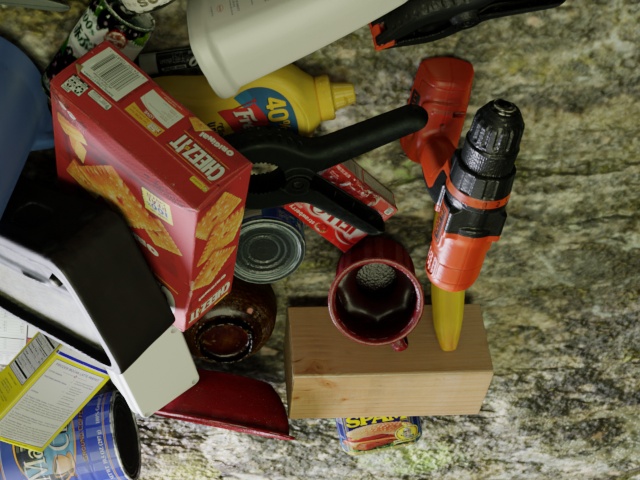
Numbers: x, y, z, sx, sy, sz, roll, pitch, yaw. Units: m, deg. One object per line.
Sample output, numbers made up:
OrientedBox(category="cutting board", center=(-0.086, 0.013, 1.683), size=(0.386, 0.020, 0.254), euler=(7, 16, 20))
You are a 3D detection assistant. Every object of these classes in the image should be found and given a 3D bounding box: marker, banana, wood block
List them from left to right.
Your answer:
OrientedBox(category="marker", center=(-0.097, -0.161, 0.928), size=(0.121, 0.020, 0.020), euler=(-8, 130, 0))
OrientedBox(category="wood block", center=(0.068, 0.129, 1.131), size=(0.206, 0.091, 0.090), euler=(-1, 141, -6))
OrientedBox(category="banana", center=(0.129, 0.014, 1.062), size=(0.037, 0.069, 0.198), euler=(4, 121, 6))

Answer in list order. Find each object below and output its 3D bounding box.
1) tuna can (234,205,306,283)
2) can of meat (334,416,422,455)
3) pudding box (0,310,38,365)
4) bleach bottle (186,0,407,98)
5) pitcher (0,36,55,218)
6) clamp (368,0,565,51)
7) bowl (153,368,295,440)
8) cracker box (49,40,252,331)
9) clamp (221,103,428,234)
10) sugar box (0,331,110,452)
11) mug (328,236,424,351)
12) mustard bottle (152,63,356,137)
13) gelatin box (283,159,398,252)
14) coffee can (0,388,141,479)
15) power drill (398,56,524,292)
OrientedBox(category="tuna can", center=(-0.057, 0.001, 1.057), size=(0.086, 0.034, 0.086), euler=(-3, 130, -4))
OrientedBox(category="can of meat", center=(0.064, 0.195, 1.217), size=(0.102, 0.057, 0.084), euler=(-10, 133, 2))
OrientedBox(category="pudding box", center=(-0.304, 0.079, 1.089), size=(0.090, 0.039, 0.114), euler=(6, 127, -13))
OrientedBox(category="bleach bottle", center=(0.019, -0.204, 0.852), size=(0.251, 0.102, 0.068), euler=(-21, 133, 10))
OrientedBox(category="pitcher", center=(-0.315, -0.057, 0.844), size=(0.149, 0.243, 0.145), euler=(-10, 132, 10))
OrientedBox(category="clamp", center=(0.122, -0.200, 0.880), size=(0.171, 0.039, 0.120), euler=(-17, 164, 7))
OrientedBox(category="bowl", center=(-0.102, 0.174, 1.151), size=(0.162, 0.055, 0.162), euler=(10, 167, 2))
OrientedBox(category="cracker box", center=(-0.146, -0.037, 0.894), size=(0.164, 0.072, 0.214), euler=(40, 150, 13))
OrientedBox(category="clamp", center=(-0.018, -0.056, 0.953), size=(0.210, 0.036, 0.165), euler=(-3, 142, -8))
OrientedBox(category="sugar box", center=(-0.262, 0.130, 1.081), size=(0.176, 0.048, 0.093), euler=(-49, 146, 1))
OrientedBox(category="mug", center=(0.060, 0.056, 1.066), size=(0.093, 0.081, 0.117), euler=(-25, 107, 11))
OrientedBox(category="mustard bottle", center=(-0.064, -0.113, 0.946), size=(0.191, 0.058, 0.096), euler=(-11, 136, 1))
OrientedBox(category="gelatin box", center=(0.019, -0.037, 1.036), size=(0.073, 0.030, 0.089), euler=(-38, 123, 23))
OrientedBox(category="coffee can", center=(-0.279, 0.227, 1.171), size=(0.140, 0.103, 0.103), euler=(-12, 130, 3))
OrientedBox(category="power drill", center=(0.117, -0.078, 0.913), size=(0.057, 0.187, 0.185), euler=(6, 130, -10))
